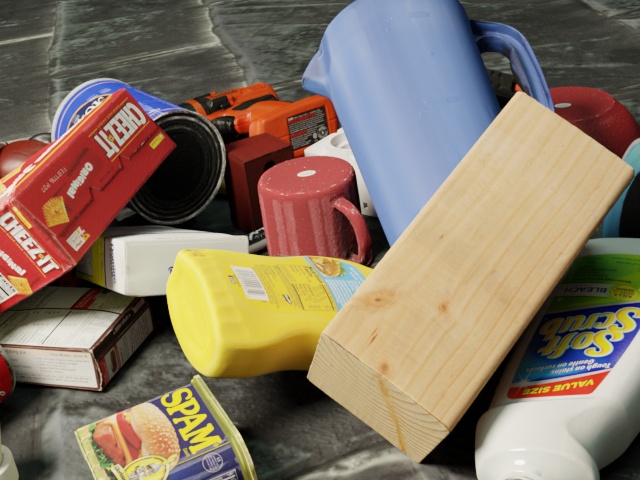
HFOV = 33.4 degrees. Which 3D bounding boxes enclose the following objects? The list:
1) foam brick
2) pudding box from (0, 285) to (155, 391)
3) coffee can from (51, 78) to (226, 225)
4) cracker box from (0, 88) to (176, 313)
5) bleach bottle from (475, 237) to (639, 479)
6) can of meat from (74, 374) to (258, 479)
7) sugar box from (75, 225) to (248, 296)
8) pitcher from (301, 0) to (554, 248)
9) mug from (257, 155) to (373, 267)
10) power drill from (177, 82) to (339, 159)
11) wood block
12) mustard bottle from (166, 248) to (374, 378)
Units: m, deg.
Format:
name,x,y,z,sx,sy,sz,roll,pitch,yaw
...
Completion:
name,x,y,z,sx,sy,sz,roll,pitch,yaw
foam brick,-0.053,-0.051,0.966,0.052,0.078,0.051,-22,28,-25
pudding box,-0.197,0.072,0.814,0.114,0.039,0.090,0,28,21
coffee can,-0.166,-0.083,0.963,0.102,0.103,0.141,-26,33,-30
cracker box,-0.234,-0.013,0.834,0.214,0.072,0.164,-28,21,37
bleach bottle,0.164,0.087,0.648,0.103,0.068,0.250,3,31,29
can of meat,-0.092,0.135,0.637,0.083,0.057,0.102,-21,28,-17
sugar box,-0.127,0.015,0.820,0.093,0.048,0.176,-2,6,-23
pitcher,0.097,-0.077,0.834,0.144,0.149,0.243,19,42,-39
mug,0.000,-0.015,0.875,0.093,0.081,0.117,-24,30,-28
power drill,-0.086,-0.121,1.120,0.184,0.057,0.188,-25,26,-31
wood block,0.092,0.021,0.656,0.090,0.091,0.206,37,68,9
mustard bottle,-0.003,0.050,0.732,0.191,0.058,0.096,3,35,-31
